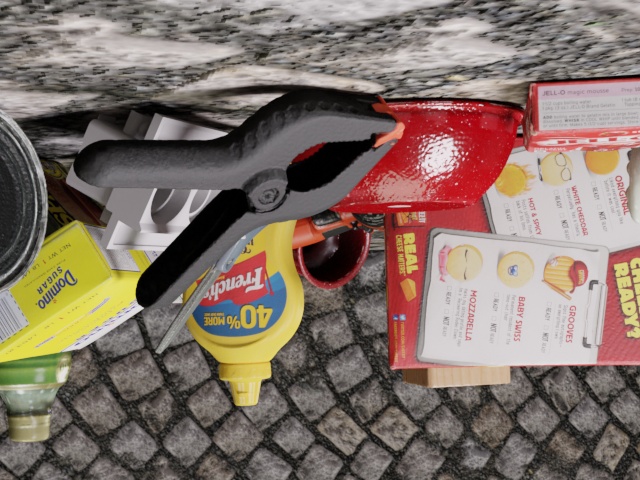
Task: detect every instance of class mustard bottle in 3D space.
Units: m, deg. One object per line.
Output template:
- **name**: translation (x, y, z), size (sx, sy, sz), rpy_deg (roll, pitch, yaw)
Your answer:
- **mustard bottle**: translation (-0.062, 0.033, 0.842), size (0.096, 0.191, 0.058), rpy_deg (-3, 177, 11)

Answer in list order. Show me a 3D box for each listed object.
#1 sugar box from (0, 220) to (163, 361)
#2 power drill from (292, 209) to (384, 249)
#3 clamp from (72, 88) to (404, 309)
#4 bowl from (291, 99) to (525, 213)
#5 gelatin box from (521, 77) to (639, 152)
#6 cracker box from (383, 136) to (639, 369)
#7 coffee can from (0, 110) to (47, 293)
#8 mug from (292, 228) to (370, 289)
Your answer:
- **sugar box**: translation (-0.152, 0.034, 0.671), size (0.093, 0.048, 0.176), rpy_deg (-33, 172, 4)
- **power drill**: translation (-0.013, -0.016, 0.929), size (0.188, 0.057, 0.184), rpy_deg (-15, 173, 9)
- **clamp**: translation (-0.038, -0.025, 0.564), size (0.171, 0.039, 0.120), rpy_deg (-17, 146, -14)
- **bowl**: translation (0.050, -0.048, 0.666), size (0.162, 0.055, 0.162), rpy_deg (-1, 178, 0)
- **gelatin box**: translation (0.156, -0.067, 0.580), size (0.089, 0.030, 0.073), rpy_deg (-3, 177, 9)
- **cracker box**: translation (0.153, 0.008, 0.773), size (0.214, 0.164, 0.072), rpy_deg (-2, 179, 5)
- **coffee can**: translation (-0.235, -0.018, 0.574), size (0.141, 0.103, 0.102), rpy_deg (-4, 177, 29)
- **mug**: translation (-0.016, -0.013, 1.065), size (0.082, 0.093, 0.117), rpy_deg (18, 156, 49)
